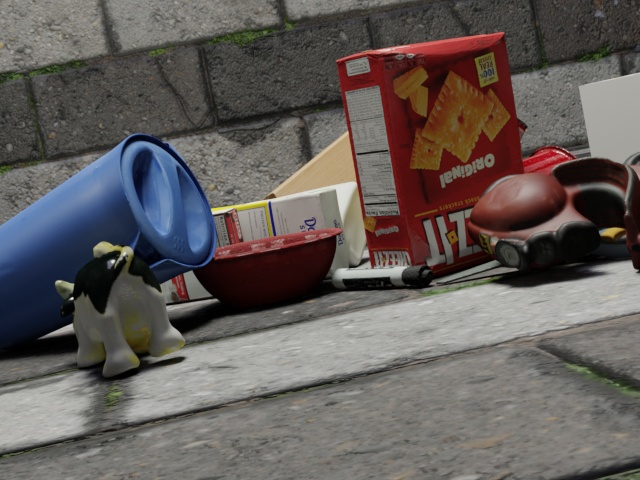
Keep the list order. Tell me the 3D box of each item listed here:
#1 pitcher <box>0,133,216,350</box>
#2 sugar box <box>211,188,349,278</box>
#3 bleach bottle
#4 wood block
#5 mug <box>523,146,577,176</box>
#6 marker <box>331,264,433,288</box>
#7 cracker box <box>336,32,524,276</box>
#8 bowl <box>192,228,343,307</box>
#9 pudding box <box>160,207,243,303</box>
[{"bbox_3d":[-0.226,0.004,1.005,0.243,0.145,0.149,-26,-12,23],"label":"pitcher"},{"bbox_3d":[-0.057,0.002,1.167,0.176,0.093,0.048,-7,6,29],"label":"sugar box"},{"bbox_3d":[-0.070,-0.002,1.246,0.251,0.068,0.102,-10,38,24],"label":"bleach bottle"},{"bbox_3d":[0.028,-0.082,1.423,0.206,0.091,0.090,-40,4,-18],"label":"wood block"},{"bbox_3d":[0.214,-0.038,1.112,0.081,0.093,0.117,-20,-17,-35],"label":"mug"},{"bbox_3d":[0.056,0.033,0.968,0.020,0.020,0.121,-15,7,-40],"label":"marker"},{"bbox_3d":[0.114,-0.080,1.013,0.163,0.214,0.072,-14,8,-35],"label":"cracker box"},{"bbox_3d":[-0.052,0.029,1.048,0.162,0.055,0.162,-11,5,1],"label":"bowl"},{"bbox_3d":[-0.136,0.019,1.156,0.114,0.090,0.039,-10,5,18],"label":"pudding box"}]
